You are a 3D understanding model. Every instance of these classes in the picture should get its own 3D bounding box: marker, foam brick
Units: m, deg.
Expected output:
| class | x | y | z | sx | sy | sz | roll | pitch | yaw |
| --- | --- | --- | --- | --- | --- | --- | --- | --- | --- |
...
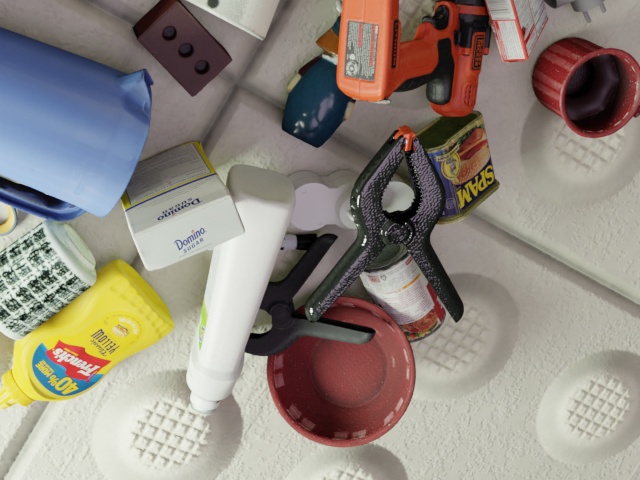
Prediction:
| class | x | y | z | sx | sy | sz | roll | pitch | yaw |
| --- | --- | --- | --- | --- | --- | --- | --- | --- | --- |
| marker | -0.057 | 0.001 | 1.110 | 0.121 | 0.020 | 0.020 | 1 | 113 | -17 |
| foam brick | -0.128 | -0.182 | 0.988 | 0.053 | 0.051 | 0.078 | -42 | 118 | 5 |

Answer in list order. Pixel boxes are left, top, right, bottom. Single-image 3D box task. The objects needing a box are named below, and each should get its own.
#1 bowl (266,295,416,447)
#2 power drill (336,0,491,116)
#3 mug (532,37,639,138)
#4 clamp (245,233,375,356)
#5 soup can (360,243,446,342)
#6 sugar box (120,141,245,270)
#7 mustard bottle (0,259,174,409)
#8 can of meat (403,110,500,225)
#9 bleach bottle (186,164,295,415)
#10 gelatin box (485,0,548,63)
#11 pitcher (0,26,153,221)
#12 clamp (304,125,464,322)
| class | x | y | z | sx | sy | sz | roll | pitch | yaw |
| --- | --- | --- | --- | --- | --- | --- | --- | --- | --- |
| bowl | 0.026 | 0.139 | 1.152 | 0.162 | 0.055 | 0.162 | 0 | 89 | 12 |
| power drill | 0.097 | -0.203 | 0.998 | 0.187 | 0.057 | 0.184 | -13 | 111 | -48 |
| mug | 0.281 | -0.158 | 1.104 | 0.117 | 0.081 | 0.093 | 18 | 107 | -23 |
| clamp | -0.029 | 0.081 | 1.117 | 0.172 | 0.039 | 0.120 | -30 | 86 | 15 |
| soup can | 0.086 | 0.050 | 1.147 | 0.068 | 0.068 | 0.102 | -28 | 117 | -3 |
| sugar box | -0.134 | -0.035 | 0.981 | 0.093 | 0.176 | 0.048 | -23 | 118 | -6 |
| mustard bottle | -0.249 | 0.108 | 1.078 | 0.191 | 0.058 | 0.096 | -36 | 129 | 2 |
| can of meat | 0.134 | -0.077 | 1.093 | 0.101 | 0.058 | 0.084 | -37 | 122 | -39 |
| bleach bottle | -0.088 | 0.058 | 1.065 | 0.068 | 0.102 | 0.251 | 13 | 112 | -10 |
| gelatin box | 0.191 | -0.231 | 1.045 | 0.073 | 0.030 | 0.089 | -60 | 140 | -36 |
| pitcher | -0.280 | -0.113 | 0.935 | 0.242 | 0.145 | 0.149 | 21 | 84 | -22 |
| clamp | 0.082 | -0.007 | 1.051 | 0.164 | 0.036 | 0.210 | 7 | 110 | -15 |
